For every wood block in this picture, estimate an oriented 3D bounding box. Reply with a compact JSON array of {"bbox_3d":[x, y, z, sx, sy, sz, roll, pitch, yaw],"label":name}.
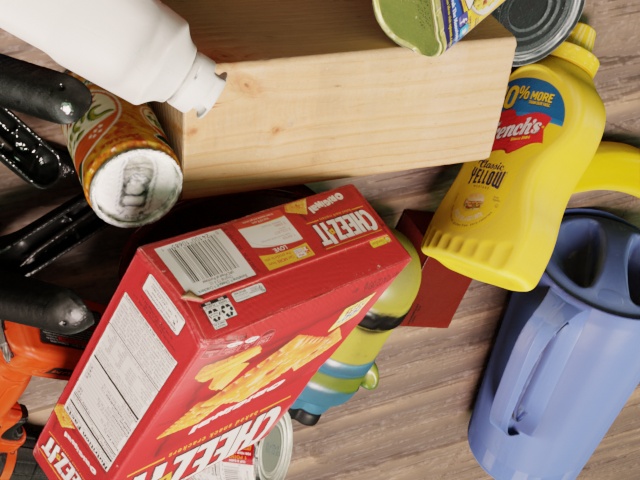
[{"bbox_3d":[0.003,-0.097,0.657,0.205,0.091,0.090,-9,131,-20],"label":"wood block"}]

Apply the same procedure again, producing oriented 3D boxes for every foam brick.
[{"bbox_3d":[0.082,0.022,0.825,0.052,0.051,0.078,6,124,-29],"label":"foam brick"}]

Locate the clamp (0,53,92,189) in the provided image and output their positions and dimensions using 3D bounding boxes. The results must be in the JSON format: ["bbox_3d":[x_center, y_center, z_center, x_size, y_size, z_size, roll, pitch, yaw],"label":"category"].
[{"bbox_3d":[-0.201,-0.085,0.565,0.171,0.039,0.120,28,150,-2],"label":"clamp"}]

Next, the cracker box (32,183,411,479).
[{"bbox_3d":[-0.063,0.072,0.648,0.163,0.072,0.214,-19,154,-43],"label":"cracker box"}]

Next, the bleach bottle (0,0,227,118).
[{"bbox_3d":[-0.153,-0.132,0.495,0.250,0.103,0.068,31,97,-21],"label":"bleach bottle"}]

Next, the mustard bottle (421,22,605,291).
[{"bbox_3d":[0.145,-0.064,0.742,0.058,0.096,0.191,29,83,-32],"label":"mustard bottle"}]

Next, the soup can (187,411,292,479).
[{"bbox_3d":[-0.080,0.152,0.808,0.102,0.068,0.068,3,138,21],"label":"soup can"}]

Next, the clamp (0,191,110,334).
[{"bbox_3d":[-0.193,0.017,0.647,0.210,0.164,0.036,-14,118,25],"label":"clamp"}]

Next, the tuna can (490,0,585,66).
[{"bbox_3d":[0.132,-0.159,0.708,0.086,0.034,0.086,-14,132,-16],"label":"tuna can"}]

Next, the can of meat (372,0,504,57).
[{"bbox_3d":[0.071,-0.161,0.578,0.083,0.058,0.102,-42,146,-18],"label":"can of meat"}]

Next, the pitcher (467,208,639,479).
[{"bbox_3d":[0.200,0.106,0.900,0.149,0.145,0.243,6,129,-10],"label":"pitcher"}]

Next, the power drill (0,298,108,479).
[{"bbox_3d":[-0.203,0.115,0.735,0.184,0.057,0.188,18,129,-45],"label":"power drill"}]

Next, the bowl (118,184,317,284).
[{"bbox_3d":[-0.055,0.001,0.719,0.162,0.055,0.162,-5,140,-5],"label":"bowl"}]
